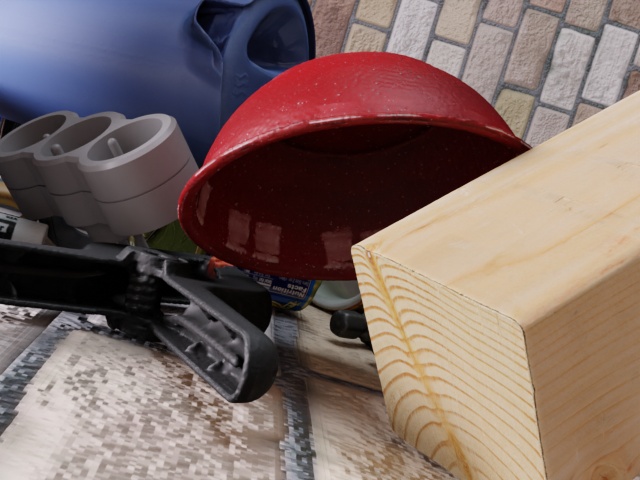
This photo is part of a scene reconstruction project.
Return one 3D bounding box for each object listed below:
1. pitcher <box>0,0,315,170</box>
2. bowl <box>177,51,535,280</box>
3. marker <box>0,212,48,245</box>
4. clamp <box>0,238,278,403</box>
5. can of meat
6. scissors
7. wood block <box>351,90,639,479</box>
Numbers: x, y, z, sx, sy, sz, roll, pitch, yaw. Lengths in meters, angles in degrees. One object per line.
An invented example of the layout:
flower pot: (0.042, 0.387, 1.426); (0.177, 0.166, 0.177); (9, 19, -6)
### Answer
pitcher: (-0.131, -0.115, 0.714); (0.243, 0.149, 0.144); (15, 28, 21)
bowl: (0.017, -0.036, 0.476); (0.162, 0.055, 0.162); (-3, -24, -2)
marker: (-0.200, -0.015, 0.543); (0.121, 0.020, 0.020); (16, 6, -9)
clamp: (-0.085, 0.021, 0.456); (0.164, 0.036, 0.210); (16, 4, 5)
can of meat: (-0.054, 0.001, 0.625); (0.083, 0.057, 0.102); (15, 6, -31)
scissors: (-0.188, -0.040, 0.656); (0.096, 0.016, 0.202); (4, 23, -38)
wood block: (0.125, 0.008, 0.412); (0.205, 0.091, 0.090); (-28, 31, -25)
